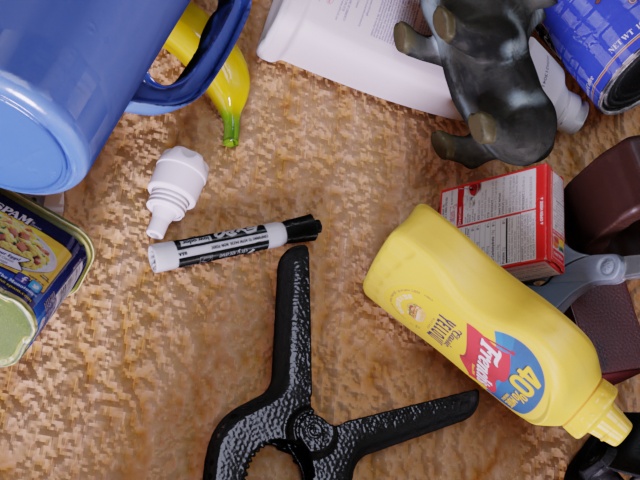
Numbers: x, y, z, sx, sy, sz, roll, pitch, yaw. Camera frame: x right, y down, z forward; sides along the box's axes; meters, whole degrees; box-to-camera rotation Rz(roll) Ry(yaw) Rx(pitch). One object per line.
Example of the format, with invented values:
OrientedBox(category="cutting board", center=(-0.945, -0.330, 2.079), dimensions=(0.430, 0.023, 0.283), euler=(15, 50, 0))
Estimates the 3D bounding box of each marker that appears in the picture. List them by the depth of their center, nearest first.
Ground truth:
OrientedBox(category="marker", center=(-0.055, 0.001, 0.712), dimensions=(0.121, 0.020, 0.020), euler=(-12, 73, -23))

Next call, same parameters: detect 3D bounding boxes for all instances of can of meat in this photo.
OrientedBox(category="can of meat", center=(-0.194, 0.015, 0.616), dimensions=(0.102, 0.058, 0.084), euler=(31, 31, -6))

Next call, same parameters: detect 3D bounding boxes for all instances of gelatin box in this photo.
OrientedBox(category="gelatin box", center=(0.124, -0.007, 0.742), dimensions=(0.030, 0.089, 0.073), euler=(31, 55, -43))

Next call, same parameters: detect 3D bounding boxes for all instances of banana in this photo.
OrientedBox(category="banana", center=(-0.120, -0.148, 0.740), dimensions=(0.198, 0.037, 0.069), euler=(35, 60, -3))

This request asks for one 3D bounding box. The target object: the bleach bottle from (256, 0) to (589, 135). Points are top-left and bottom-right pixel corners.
OrientedBox(category="bleach bottle", center=(0.085, -0.134, 0.795), dimensions=(0.250, 0.068, 0.102), euler=(23, 66, -13))

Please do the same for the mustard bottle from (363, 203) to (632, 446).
OrientedBox(category="mustard bottle", center=(0.118, 0.063, 0.688), dimensions=(0.192, 0.096, 0.058), euler=(39, 61, 10))

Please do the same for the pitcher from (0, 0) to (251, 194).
OrientedBox(category="pitcher", center=(-0.136, -0.143, 0.636), dimensions=(0.149, 0.145, 0.242), euler=(16, 58, 5))

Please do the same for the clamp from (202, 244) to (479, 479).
OrientedBox(category="clamp", center=(-0.014, 0.112, 0.670), dimensions=(0.164, 0.036, 0.209), euler=(45, 62, 2))
